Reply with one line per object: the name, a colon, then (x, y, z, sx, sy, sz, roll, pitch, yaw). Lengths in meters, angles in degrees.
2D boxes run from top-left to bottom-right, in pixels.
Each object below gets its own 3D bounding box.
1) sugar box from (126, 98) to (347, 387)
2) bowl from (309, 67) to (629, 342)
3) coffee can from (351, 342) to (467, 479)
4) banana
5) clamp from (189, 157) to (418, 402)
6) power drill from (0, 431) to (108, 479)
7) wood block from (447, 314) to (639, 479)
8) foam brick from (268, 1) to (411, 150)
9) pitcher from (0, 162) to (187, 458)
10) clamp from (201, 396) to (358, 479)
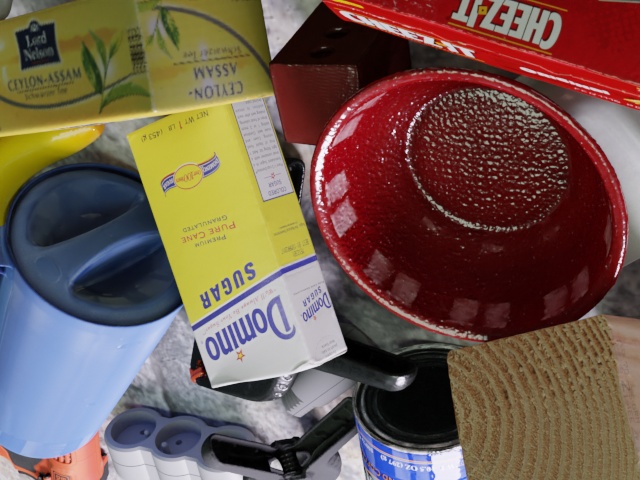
sugar box: (-0.054, 0.001, 0.679, 0.094, 0.048, 0.176, -17, 90, 39)
bowl: (0.078, -0.026, 0.544, 0.162, 0.055, 0.162, 14, 130, 17)
coffee can: (0.080, 0.157, 0.742, 0.103, 0.102, 0.140, 7, 128, 22)
banana: (-0.220, -0.044, 0.782, 0.069, 0.037, 0.198, 24, 137, -17)
clamp: (-0.036, 0.047, 0.739, 0.210, 0.036, 0.164, -28, 84, 48)
power drill: (-0.287, 0.207, 1.002, 0.188, 0.057, 0.184, 15, 128, 12)
wood block: (0.167, 0.098, 0.577, 0.091, 0.205, 0.090, -20, 71, 36)
foam brick: (0.013, -0.093, 0.593, 0.053, 0.078, 0.051, 6, 130, 23)
pitcher: (-0.195, 0.064, 0.786, 0.149, 0.144, 0.243, 34, 136, 0)
clamp: (-0.032, 0.170, 0.811, 0.120, 0.039, 0.171, -5, 148, -10)
